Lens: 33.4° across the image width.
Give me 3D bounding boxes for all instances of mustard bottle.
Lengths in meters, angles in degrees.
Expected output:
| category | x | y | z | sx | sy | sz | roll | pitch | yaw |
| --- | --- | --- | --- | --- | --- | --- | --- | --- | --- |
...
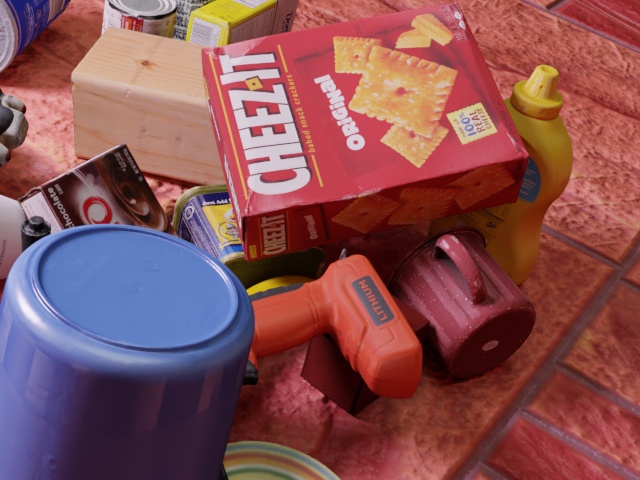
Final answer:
| category | x | y | z | sx | sy | sz | roll | pitch | yaw |
| --- | --- | --- | --- | --- | --- | --- | --- | --- | --- |
| mustard bottle | 0.156 | -0.057 | 0.882 | 0.058 | 0.192 | 0.096 | -23 | 50 | -40 |

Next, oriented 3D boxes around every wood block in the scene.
| category | x | y | z | sx | sy | sz | roll | pitch | yaw |
| --- | --- | --- | --- | --- | --- | --- | --- | --- | --- |
| wood block | -0.101 | -0.110 | 0.931 | 0.206 | 0.090 | 0.090 | 13 | 41 | 6 |

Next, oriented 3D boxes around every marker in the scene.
| category | x | y | z | sx | sy | sz | roll | pitch | yaw |
| --- | --- | --- | --- | --- | --- | --- | --- | --- | --- |
| marker | -0.189 | 0.034 | 0.700 | 0.020 | 0.121 | 0.020 | 10 | 36 | -7 |

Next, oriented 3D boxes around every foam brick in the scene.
| category | x | y | z | sx | sy | sz | roll | pitch | yaw |
| --- | --- | --- | --- | --- | --- | --- | --- | --- | --- |
| foam brick | 0.033 | 0.079 | 0.777 | 0.051 | 0.053 | 0.078 | 35 | 40 | 25 |

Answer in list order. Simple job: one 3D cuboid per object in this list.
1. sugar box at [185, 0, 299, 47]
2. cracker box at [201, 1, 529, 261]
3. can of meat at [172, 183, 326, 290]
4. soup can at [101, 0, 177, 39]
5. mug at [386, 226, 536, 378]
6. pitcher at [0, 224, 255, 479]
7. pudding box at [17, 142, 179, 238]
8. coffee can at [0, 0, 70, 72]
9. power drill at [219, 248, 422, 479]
| category | x | y | z | sx | sy | sz | roll | pitch | yaw |
| --- | --- | --- | --- | --- | --- | --- | --- | --- | --- |
| sugar box | -0.080 | -0.199 | 1.063 | 0.048 | 0.093 | 0.176 | 23 | 30 | 10 |
| cracker box | 0.029 | -0.089 | 0.814 | 0.213 | 0.072 | 0.164 | -12 | 59 | -8 |
| can of meat | -0.055 | 0.001 | 0.847 | 0.101 | 0.057 | 0.084 | -7 | 44 | -27 |
| soup can | -0.174 | -0.183 | 1.012 | 0.068 | 0.102 | 0.068 | 9 | 37 | -7 |
| mug | 0.108 | 0.043 | 0.803 | 0.093 | 0.117 | 0.081 | -27 | 54 | -13 |
| pitcher | -0.121 | 0.113 | 0.514 | 0.149 | 0.243 | 0.145 | -2 | 35 | -31 |
| pudding box | -0.155 | -0.003 | 0.783 | 0.089 | 0.039 | 0.113 | -38 | 101 | -48 |
| coffee can | -0.312 | -0.232 | 1.029 | 0.103 | 0.103 | 0.140 | 17 | 36 | 2 |
| power drill | -0.035 | 0.080 | 0.672 | 0.187 | 0.057 | 0.184 | -10 | 44 | -20 |
